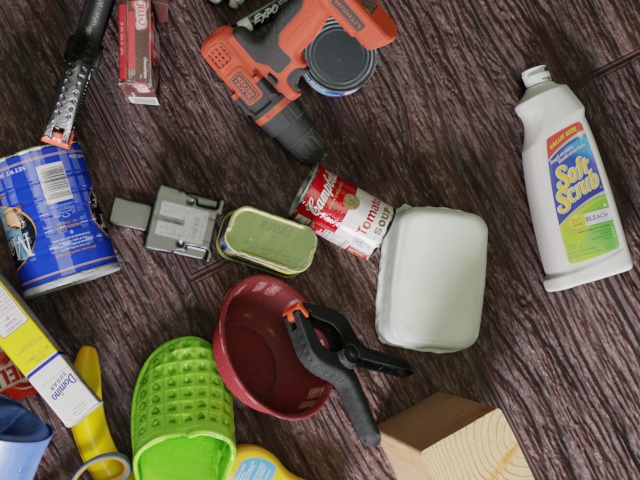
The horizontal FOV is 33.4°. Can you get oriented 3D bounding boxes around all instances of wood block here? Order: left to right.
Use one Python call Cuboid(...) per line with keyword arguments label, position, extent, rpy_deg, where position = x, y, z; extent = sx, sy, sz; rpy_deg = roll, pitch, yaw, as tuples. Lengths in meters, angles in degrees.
Cuboid(label="wood block", position=(0.134, 0.223, 1.105), extent=(0.090, 0.206, 0.090), rpy_deg=(-26, 91, -11))

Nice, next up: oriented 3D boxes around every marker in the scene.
Cuboid(label="marker", position=(-0.064, -0.252, 1.197), extent=(0.121, 0.020, 0.020), rpy_deg=(-32, 92, -10))

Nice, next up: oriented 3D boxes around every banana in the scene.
Cuboid(label="banana", position=(-0.226, 0.211, 1.137), extent=(0.069, 0.037, 0.198), rpy_deg=(-31, 93, -28))

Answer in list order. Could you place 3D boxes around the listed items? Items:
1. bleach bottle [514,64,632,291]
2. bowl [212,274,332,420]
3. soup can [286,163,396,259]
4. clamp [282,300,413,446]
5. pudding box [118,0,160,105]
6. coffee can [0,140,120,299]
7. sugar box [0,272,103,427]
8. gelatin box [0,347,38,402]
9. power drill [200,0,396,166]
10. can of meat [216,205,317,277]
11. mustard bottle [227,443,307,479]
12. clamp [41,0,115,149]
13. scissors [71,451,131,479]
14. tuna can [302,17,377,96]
Cuboid(label="bleach bottle", position=(0.273, -0.075, 1.220), extent=(0.102, 0.068, 0.251), rpy_deg=(-16, 87, -10))
Cuboid(label="bowl", position=(-0.060, 0.120, 1.133), extent=(0.161, 0.055, 0.162), rpy_deg=(28, 48, -35))
Cuboid(label="soup can", position=(0.023, -0.031, 1.173), extent=(0.102, 0.068, 0.068), rpy_deg=(29, 83, -7))
Cuboid(label="clamp", position=(0.024, 0.137, 1.140), extent=(0.171, 0.039, 0.120), rpy_deg=(37, 41, -17))
Cuboid(label="pudding box", position=(-0.190, -0.197, 1.125), extent=(0.039, 0.113, 0.090), rpy_deg=(0, 87, -6))
Cuboid(label="coffee can", position=(-0.278, -0.021, 1.106), extent=(0.102, 0.103, 0.140), rpy_deg=(-18, 89, -10))
Cuboid(label="sugar box", position=(-0.290, 0.108, 1.069), extent=(0.048, 0.093, 0.176), rpy_deg=(-37, 88, -12))
Cuboid(label="gelatin box", position=(-0.341, 0.138, 1.123), extent=(0.089, 0.030, 0.073), rpy_deg=(-19, 90, -9))
Cuboid(label="power drill", position=(-0.011, -0.189, 1.137), extent=(0.188, 0.057, 0.184), rpy_deg=(-36, 104, 28))
Cuboid(label="can of meat", position=(-0.058, 0.001, 1.150), extent=(0.102, 0.084, 0.057), rpy_deg=(18, 84, -7))
Cuboid(label="mustard bottle", position=(-0.070, 0.274, 1.144), extent=(0.191, 0.058, 0.096), rpy_deg=(31, 81, -6))
Cuboid(label="clamp", position=(-0.235, -0.196, 1.071), extent=(0.036, 0.165, 0.210), rpy_deg=(17, 70, -12))
Cuboid(label="scissors", position=(-0.267, 0.297, 1.115), extent=(0.202, 0.016, 0.096), rpy_deg=(-39, 102, 9))
Cuboid(label="tuna can", position=(0.019, -0.206, 1.200), extent=(0.086, 0.034, 0.086), rpy_deg=(1, 87, -9))
